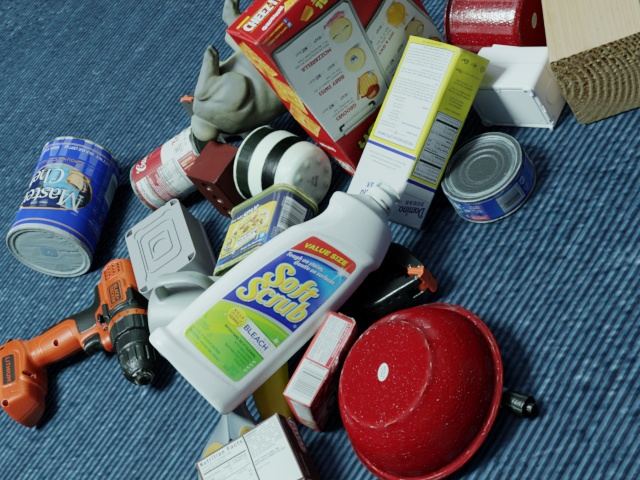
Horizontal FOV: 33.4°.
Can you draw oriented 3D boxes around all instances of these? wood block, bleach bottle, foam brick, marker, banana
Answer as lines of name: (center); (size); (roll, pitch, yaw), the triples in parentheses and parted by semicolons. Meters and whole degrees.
wood block: (0.268, -0.224, 1.025); (0.091, 0.090, 0.206); (-18, 46, 25)
bleach bottle: (-0.029, 0.036, 0.959); (0.250, 0.102, 0.068); (-45, 0, -9)
foam brick: (-0.099, -0.064, 1.177); (0.053, 0.078, 0.051); (19, 67, 45)
marker: (0.129, 0.122, 0.890); (0.121, 0.020, 0.020); (16, 66, 44)
banana: (-0.037, 0.085, 1.000); (0.070, 0.037, 0.198); (3, 76, 40)

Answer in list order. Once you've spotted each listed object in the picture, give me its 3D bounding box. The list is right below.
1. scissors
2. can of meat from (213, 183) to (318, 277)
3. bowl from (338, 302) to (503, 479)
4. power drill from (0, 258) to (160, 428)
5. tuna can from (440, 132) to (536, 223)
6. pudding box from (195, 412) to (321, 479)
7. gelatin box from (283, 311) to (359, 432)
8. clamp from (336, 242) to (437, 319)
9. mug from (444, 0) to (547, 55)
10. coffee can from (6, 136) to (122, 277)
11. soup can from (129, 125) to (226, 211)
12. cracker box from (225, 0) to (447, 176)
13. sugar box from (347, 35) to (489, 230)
scissors: (-0.092, 0.155, 0.990); (0.096, 0.016, 0.202); (-36, 59, 21)
can of meat: (-0.057, 0.001, 1.087); (0.102, 0.057, 0.084); (-26, 37, 43)
bowl: (0.069, 0.119, 0.888); (0.162, 0.055, 0.162); (-23, 53, 33)
power drill: (-0.258, 0.123, 1.157); (0.188, 0.057, 0.184); (-32, 38, 7)
tuna can: (0.158, -0.060, 1.011); (0.086, 0.033, 0.086); (-21, 46, 22)
pudding box: (-0.045, 0.217, 0.906); (0.090, 0.039, 0.113); (-33, 59, 11)
gelatin box: (0.005, 0.116, 0.946); (0.030, 0.073, 0.089); (23, 68, 19)
clamp: (0.037, 0.031, 1.023); (0.172, 0.039, 0.120); (-11, 55, 34)
mug: (0.191, -0.232, 1.097); (0.082, 0.093, 0.117); (11, 44, 37)
coffee can: (-0.310, -0.041, 1.299); (0.103, 0.102, 0.140); (-12, 49, 30)
soup can: (-0.161, -0.084, 1.235); (0.102, 0.068, 0.068); (-30, 42, 29)
cracker box: (0.031, -0.189, 1.082); (0.164, 0.213, 0.072); (-47, 40, -7)
sugar box: (0.092, -0.105, 1.038); (0.093, 0.048, 0.176); (33, 105, 59)
